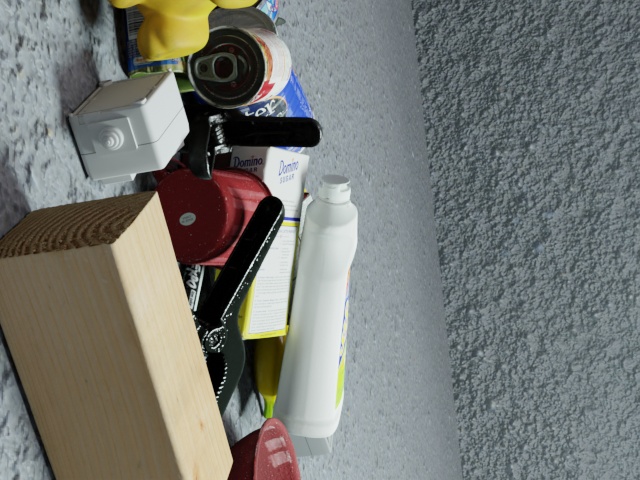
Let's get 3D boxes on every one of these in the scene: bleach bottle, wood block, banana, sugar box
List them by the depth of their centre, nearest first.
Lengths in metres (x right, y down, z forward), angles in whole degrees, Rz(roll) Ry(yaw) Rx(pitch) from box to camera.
[{"bbox_3d":[-0.130,0.083,0.687,0.090,0.091,0.206,-69,148,-66],"label":"wood block"},{"bbox_3d":[-0.057,0.001,0.992,0.093,0.048,0.176,4,91,-68],"label":"sugar box"},{"bbox_3d":[0.000,0.061,1.049,0.102,0.068,0.251,-69,166,-68],"label":"bleach bottle"},{"bbox_3d":[-0.054,0.091,1.161,0.070,0.037,0.197,115,-17,-54],"label":"banana"}]

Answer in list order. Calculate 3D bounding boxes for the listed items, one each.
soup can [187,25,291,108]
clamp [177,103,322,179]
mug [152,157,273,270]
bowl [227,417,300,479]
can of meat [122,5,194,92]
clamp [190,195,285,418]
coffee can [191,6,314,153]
[{"bbox_3d":[-0.068,-0.151,0.924,0.102,0.068,0.068,-43,123,-74],"label":"soup can"},{"bbox_3d":[-0.079,-0.093,0.910,0.172,0.120,0.039,36,-48,57],"label":"clamp"},{"bbox_3d":[-0.102,-0.029,0.915,0.117,0.093,0.081,51,16,15],"label":"mug"},{"bbox_3d":[-0.060,0.245,0.975,0.162,0.055,0.162,-8,90,-77],"label":"bowl"},{"bbox_3d":[-0.133,-0.178,0.927,0.102,0.057,0.084,5,80,-76],"label":"can of meat"},{"bbox_3d":[-0.089,0.066,0.854,0.164,0.036,0.210,-23,124,-42],"label":"clamp"},{"bbox_3d":[-0.072,-0.150,1.069,0.140,0.103,0.103,62,23,-57],"label":"coffee can"}]
